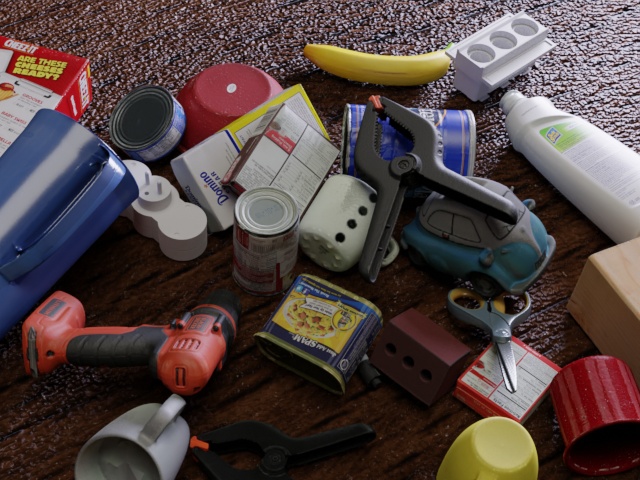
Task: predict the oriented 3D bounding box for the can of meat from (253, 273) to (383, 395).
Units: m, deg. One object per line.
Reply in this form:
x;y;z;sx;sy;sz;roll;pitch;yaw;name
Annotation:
0.000;0.089;1.048;0.102;0.057;0.084;24;66;23;can of meat

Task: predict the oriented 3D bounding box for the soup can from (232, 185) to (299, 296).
-0.057;0.001;1.102;0.068;0.102;0.068;2;51;-3;soup can

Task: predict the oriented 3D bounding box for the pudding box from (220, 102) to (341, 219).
-0.042;-0.079;1.154;0.090;0.039;0.113;39;70;-21;pudding box

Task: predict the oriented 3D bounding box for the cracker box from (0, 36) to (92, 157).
-0.377;-0.135;1.206;0.164;0.072;0.213;16;50;7;cracker box

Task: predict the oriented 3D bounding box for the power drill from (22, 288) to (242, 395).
-0.176;0.086;1.025;0.188;0.057;0.184;2;17;8;power drill

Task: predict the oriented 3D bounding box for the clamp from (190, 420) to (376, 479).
-0.037;0.216;0.971;0.171;0.039;0.120;2;46;5;clamp

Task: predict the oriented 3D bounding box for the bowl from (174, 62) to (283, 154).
-0.103;-0.159;1.260;0.162;0.055;0.162;2;50;-3;bowl

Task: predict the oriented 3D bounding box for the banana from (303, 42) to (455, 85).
0.079;-0.221;1.341;0.197;0.037;0.069;0;33;-7;banana

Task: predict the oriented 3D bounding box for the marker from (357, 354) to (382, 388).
0.026;0.101;1.081;0.020;0.020;0.121;-23;57;-22;marker

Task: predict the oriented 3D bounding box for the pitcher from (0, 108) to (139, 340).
-0.295;-0.003;1.042;0.145;0.149;0.242;31;68;13;pitcher

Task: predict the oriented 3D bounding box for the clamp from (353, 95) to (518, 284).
0.081;-0.060;1.087;0.164;0.036;0.210;-28;57;0;clamp

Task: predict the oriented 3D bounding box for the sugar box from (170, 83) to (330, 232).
-0.073;-0.092;1.187;0.176;0.048;0.093;-35;103;-27;sugar box

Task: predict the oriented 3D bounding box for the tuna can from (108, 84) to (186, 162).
-0.197;-0.133;1.221;0.086;0.033;0.086;-10;62;20;tuna can

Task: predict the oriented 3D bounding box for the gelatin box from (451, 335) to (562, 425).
0.185;0.141;1.055;0.073;0.030;0.089;34;53;21;gelatin box

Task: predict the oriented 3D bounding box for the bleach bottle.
0.307;-0.096;1.240;0.102;0.068;0.251;-26;55;-24;bleach bottle

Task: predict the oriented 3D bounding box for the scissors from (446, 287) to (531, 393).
0.161;0.091;1.059;0.096;0.016;0.201;7;26;17;scissors

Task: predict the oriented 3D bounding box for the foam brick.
0.098;0.113;1.047;0.078;0.053;0.051;35;31;22;foam brick

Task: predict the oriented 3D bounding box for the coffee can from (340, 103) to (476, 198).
0.095;-0.098;1.196;0.140;0.103;0.103;3;51;-2;coffee can

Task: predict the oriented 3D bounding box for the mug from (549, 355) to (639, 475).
0.276;0.164;1.011;0.117;0.093;0.081;5;45;-14;mug
